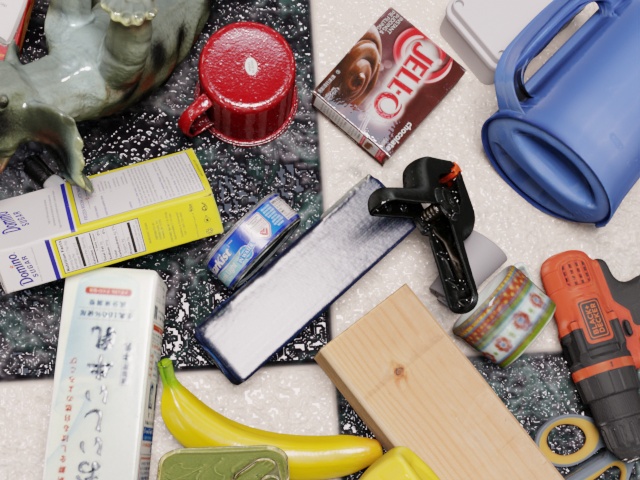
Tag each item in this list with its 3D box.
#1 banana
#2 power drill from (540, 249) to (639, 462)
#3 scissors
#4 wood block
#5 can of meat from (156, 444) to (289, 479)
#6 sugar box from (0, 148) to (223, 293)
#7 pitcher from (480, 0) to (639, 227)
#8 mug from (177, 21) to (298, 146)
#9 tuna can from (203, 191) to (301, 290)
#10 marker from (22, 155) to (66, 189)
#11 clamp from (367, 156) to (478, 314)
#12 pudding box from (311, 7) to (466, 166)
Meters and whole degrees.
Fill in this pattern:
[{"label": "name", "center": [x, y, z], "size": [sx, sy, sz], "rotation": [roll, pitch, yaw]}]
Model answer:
[{"label": "banana", "center": [-0.050, 0.162, 0.870], "size": [0.197, 0.037, 0.070], "rotation": [21, 123, -6]}, {"label": "power drill", "center": [0.297, 0.079, 0.905], "size": [0.187, 0.057, 0.184], "rotation": [-15, 74, -8]}, {"label": "scissors", "center": [0.266, 0.154, 0.915], "size": [0.201, 0.016, 0.096], "rotation": [-41, 84, -11]}, {"label": "wood block", "center": [0.095, 0.147, 0.867], "size": [0.090, 0.090, 0.206], "rotation": [-37, 84, -9]}, {"label": "can of meat", "center": [-0.075, 0.213, 0.841], "size": [0.102, 0.057, 0.084], "rotation": [-2, 116, -3]}, {"label": "sugar box", "center": [-0.175, -0.018, 0.860], "size": [0.176, 0.093, 0.048], "rotation": [-18, 121, -9]}, {"label": "pitcher", "center": [0.255, -0.144, 0.914], "size": [0.145, 0.149, 0.242], "rotation": [38, 75, 15]}, {"label": "mug", "center": [-0.073, -0.130, 0.915], "size": [0.117, 0.081, 0.093], "rotation": [-34, 83, -10]}, {"label": "tuna can", "center": [-0.056, 0.001, 0.888], "size": [0.034, 0.086, 0.086], "rotation": [44, 79, 3]}, {"label": "marker", "center": [-0.210, -0.030, 0.918], "size": [0.121, 0.020, 0.020], "rotation": [42, 79, 5]}, {"label": "clamp", "center": [0.087, -0.027, 0.869], "size": [0.039, 0.171, 0.120], "rotation": [-29, 115, 22]}, {"label": "pudding box", "center": [0.060, -0.136, 0.947], "size": [0.090, 0.039, 0.113], "rotation": [40, 79, 4]}]
